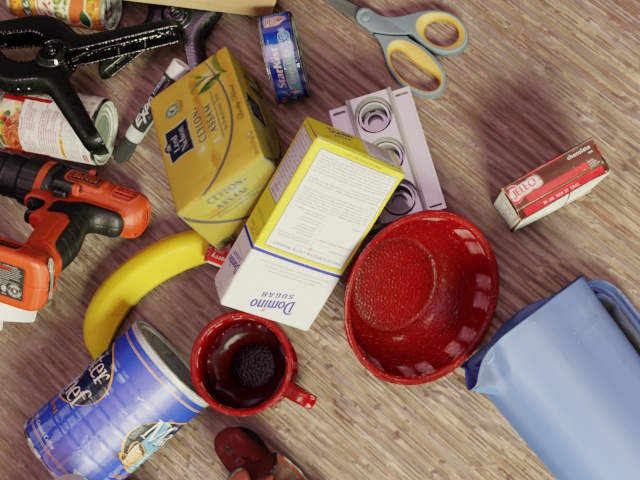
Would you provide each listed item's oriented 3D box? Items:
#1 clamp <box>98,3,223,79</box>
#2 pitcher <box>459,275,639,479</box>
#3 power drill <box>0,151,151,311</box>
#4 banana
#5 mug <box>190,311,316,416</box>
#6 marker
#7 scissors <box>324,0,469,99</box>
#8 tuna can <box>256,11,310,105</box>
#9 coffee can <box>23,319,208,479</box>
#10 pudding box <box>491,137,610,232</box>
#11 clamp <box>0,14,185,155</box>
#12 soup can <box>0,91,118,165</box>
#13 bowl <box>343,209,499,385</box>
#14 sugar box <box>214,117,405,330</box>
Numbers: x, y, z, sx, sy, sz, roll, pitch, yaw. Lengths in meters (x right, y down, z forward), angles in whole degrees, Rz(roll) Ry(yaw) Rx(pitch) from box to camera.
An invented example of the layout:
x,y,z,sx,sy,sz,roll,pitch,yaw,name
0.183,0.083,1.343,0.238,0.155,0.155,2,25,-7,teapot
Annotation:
x,y,z,sx,sy,sz,roll,pitch,yaw,name
-0.135,-0.214,1.071,0.120,0.039,0.171,28,89,1,clamp
0.250,0.155,0.920,0.149,0.145,0.243,-39,81,12,pitcher
-0.273,-0.018,0.989,0.184,0.187,0.057,16,122,9,power drill
-0.165,0.044,1.035,0.198,0.037,0.069,-44,101,1,banana
-0.055,0.120,0.981,0.117,0.081,0.093,26,85,11,mug
-0.169,-0.125,1.050,0.020,0.020,0.121,41,108,12,marker
0.065,-0.227,1.056,0.096,0.016,0.202,-39,78,-2,scissors
-0.035,-0.176,1.025,0.034,0.086,0.086,-12,79,3,tuna can
-0.186,0.157,0.982,0.140,0.102,0.103,-42,78,-1,coffee can
0.204,-0.048,0.958,0.090,0.113,0.039,-28,82,2,pudding box
-0.253,-0.163,1.024,0.210,0.036,0.164,12,59,14,clamp
-0.260,-0.115,1.055,0.102,0.068,0.068,10,82,9,soup can
0.081,0.046,0.966,0.161,0.055,0.162,-7,106,-25,bowl
-0.012,-0.011,0.922,0.093,0.048,0.176,20,117,-27,sugar box
